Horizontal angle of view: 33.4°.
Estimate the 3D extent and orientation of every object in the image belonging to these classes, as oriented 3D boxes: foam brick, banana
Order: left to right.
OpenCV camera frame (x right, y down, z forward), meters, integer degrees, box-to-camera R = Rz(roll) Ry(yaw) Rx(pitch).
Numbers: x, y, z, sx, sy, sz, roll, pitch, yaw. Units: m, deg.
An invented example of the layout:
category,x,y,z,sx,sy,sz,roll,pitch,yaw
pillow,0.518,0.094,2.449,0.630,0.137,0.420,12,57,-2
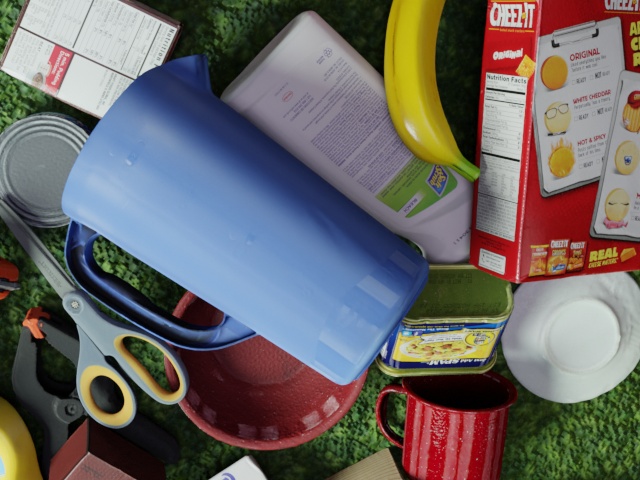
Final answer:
category,x,y,z,sx,sy,sz,roll,pitch,yaw
foam brick,-0.166,0.188,0.836,0.078,0.051,0.053,38,100,-22
banana,0.078,-0.140,0.792,0.069,0.037,0.198,4,80,-33

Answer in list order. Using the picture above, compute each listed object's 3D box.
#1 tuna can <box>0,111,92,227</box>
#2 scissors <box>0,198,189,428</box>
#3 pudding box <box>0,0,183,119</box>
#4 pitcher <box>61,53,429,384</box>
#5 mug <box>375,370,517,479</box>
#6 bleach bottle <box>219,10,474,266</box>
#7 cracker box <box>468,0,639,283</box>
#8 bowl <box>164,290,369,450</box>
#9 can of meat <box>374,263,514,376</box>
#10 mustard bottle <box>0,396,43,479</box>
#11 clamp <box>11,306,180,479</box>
category,x,y,z,sx,sy,sz,roll,pitch,yaw
tuna can,-0.207,-0.055,0.815,0.086,0.034,0.086,-1,103,-6
scissors,-0.190,0.066,0.815,0.201,0.016,0.096,39,108,-2
pudding box,-0.171,-0.144,0.796,0.113,0.039,0.090,24,101,-13
pitcher,-0.055,0.001,0.753,0.243,0.149,0.144,35,54,3
mug,0.099,0.153,0.875,0.117,0.093,0.081,11,109,23
bleach bottle,0.045,-0.056,0.827,0.102,0.068,0.250,-46,105,1
cracker box,0.199,-0.083,0.810,0.163,0.072,0.214,-5,104,-29
bowl,-0.043,0.082,0.853,0.162,0.055,0.162,-1,103,-6
can of meat,0.096,0.062,0.841,0.102,0.057,0.084,-1,146,-6
mustard bottle,-0.267,0.180,0.843,0.096,0.058,0.191,-15,100,27
clamp,-0.186,0.130,0.859,0.120,0.039,0.171,-15,111,-9
